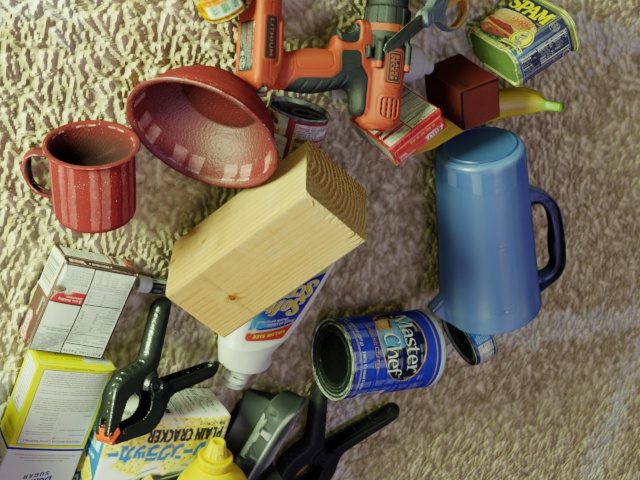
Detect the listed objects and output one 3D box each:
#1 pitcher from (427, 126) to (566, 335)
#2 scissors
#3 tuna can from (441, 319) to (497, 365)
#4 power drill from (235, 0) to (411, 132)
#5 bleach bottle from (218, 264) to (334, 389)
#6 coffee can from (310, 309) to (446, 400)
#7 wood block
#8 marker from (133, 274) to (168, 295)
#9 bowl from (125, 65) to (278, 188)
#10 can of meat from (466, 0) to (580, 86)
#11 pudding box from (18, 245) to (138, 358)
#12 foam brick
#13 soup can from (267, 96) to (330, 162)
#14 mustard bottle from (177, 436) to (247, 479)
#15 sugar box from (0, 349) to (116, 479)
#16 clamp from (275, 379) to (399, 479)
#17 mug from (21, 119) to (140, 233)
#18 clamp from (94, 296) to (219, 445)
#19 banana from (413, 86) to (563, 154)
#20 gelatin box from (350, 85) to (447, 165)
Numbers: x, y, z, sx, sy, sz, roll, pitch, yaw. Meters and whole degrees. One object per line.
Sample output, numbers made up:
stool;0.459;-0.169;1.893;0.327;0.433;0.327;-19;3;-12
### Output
pitcher;0.214;-0.016;1.325;0.149;0.145;0.243;-47;138;-44
scissors;0.113;-0.254;1.123;0.201;0.016;0.096;-26;120;-56
tuna can;0.198;0.124;1.429;0.033;0.086;0.086;-29;130;-12
power drill;0.010;-0.211;1.096;0.187;0.057;0.184;3;91;-27
bleach bottle;-0.050;0.066;1.251;0.102;0.068;0.251;9;115;-36
coffee can;0.073;0.143;1.349;0.140;0.103;0.103;-3;120;-31
wood block;-0.058;0.002;1.117;0.206;0.090;0.090;-35;121;27
marker;-0.155;0.056;1.205;0.120;0.020;0.020;12;111;-37
bowl;-0.108;-0.123;1.060;0.162;0.162;0.055;55;46;-41
can of meat;0.229;-0.230;1.216;0.084;0.102;0.057;-34;132;-7
pudding box;-0.257;0.067;1.134;0.089;0.039;0.114;13;112;-38
foam brick;0.162;-0.171;1.226;0.053;0.078;0.051;-23;129;-16
soup can;-0.035;-0.096;1.152;0.068;0.069;0.102;1;118;-33
mustard bottle;-0.134;0.314;1.266;0.096;0.058;0.192;-9;123;-34
sugar box;-0.301;0.199;1.184;0.093;0.048;0.176;11;116;-36
clamp;0.008;0.281;1.438;0.164;0.036;0.210;18;110;-39
mug;-0.234;-0.061;1.042;0.117;0.093;0.081;5;125;0
clamp;-0.192;0.148;1.182;0.171;0.039;0.120;-45;114;-38
banana;0.184;-0.147;1.261;0.197;0.070;0.037;-19;112;-10
gelatin box;0.088;-0.131;1.194;0.073;0.089;0.030;-39;132;-6
